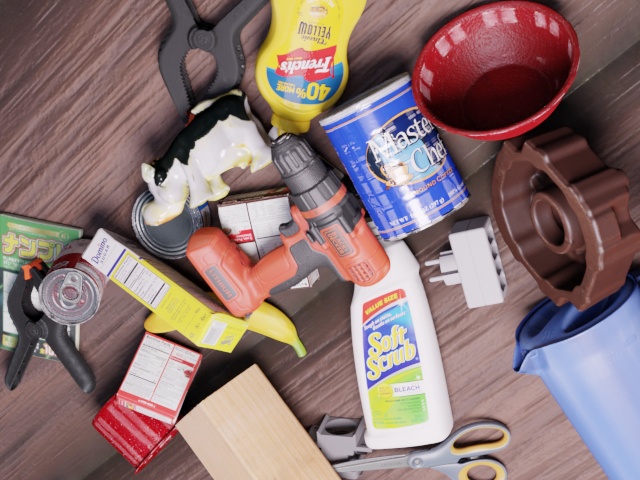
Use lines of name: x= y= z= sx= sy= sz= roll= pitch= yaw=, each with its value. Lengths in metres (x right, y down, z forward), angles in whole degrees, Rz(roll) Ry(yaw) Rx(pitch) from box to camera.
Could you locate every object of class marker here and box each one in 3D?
marker: x=-0.004 y=-0.083 z=1.147 sx=0.121 sy=0.020 sz=0.020 roll=37 pitch=114 yaw=2

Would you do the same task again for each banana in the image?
banana: x=-0.112 y=0.091 z=1.228 sx=0.198 sy=0.037 sz=0.070 roll=9 pitch=110 yaw=13

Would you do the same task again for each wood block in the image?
wood block: x=-0.059 y=0.256 z=1.206 sx=0.206 sy=0.090 sz=0.091 roll=53 pitch=143 yaw=6

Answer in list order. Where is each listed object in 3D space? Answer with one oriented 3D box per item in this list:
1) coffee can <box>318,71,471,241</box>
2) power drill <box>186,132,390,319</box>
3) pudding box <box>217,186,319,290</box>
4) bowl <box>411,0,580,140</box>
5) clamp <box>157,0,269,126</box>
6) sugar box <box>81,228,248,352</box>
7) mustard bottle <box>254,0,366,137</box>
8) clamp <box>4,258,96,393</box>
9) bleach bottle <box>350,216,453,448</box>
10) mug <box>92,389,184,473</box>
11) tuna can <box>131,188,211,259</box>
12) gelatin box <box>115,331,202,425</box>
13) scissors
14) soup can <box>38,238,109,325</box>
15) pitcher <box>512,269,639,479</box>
coffee can: x=0.075 y=-0.084 z=1.078 sx=0.103 sy=0.102 sz=0.140 roll=-25 pitch=100 yaw=22
power drill: x=-0.045 y=-0.007 z=1.099 sx=0.188 sy=0.057 sz=0.184 roll=-23 pitch=113 yaw=30
pudding box: x=-0.058 y=0.001 z=1.182 sx=0.090 sy=0.039 sz=0.113 roll=-8 pitch=108 yaw=18
bowl: x=0.172 y=-0.152 z=1.024 sx=0.162 sy=0.162 sz=0.055 roll=-10 pitch=145 yaw=19
clamp: x=-0.130 y=-0.223 z=1.124 sx=0.164 sy=0.036 sz=0.210 roll=19 pitch=114 yaw=0
sugar box: x=-0.171 y=0.056 z=1.176 sx=0.176 sy=0.093 sz=0.048 roll=31 pitch=90 yaw=22
mustard bottle: x=-0.017 y=-0.187 z=1.091 sx=0.096 sy=0.058 sz=0.192 roll=8 pitch=114 yaw=-13
clamp: x=-0.344 y=0.110 z=1.287 sx=0.120 sy=0.039 sz=0.171 roll=-11 pitch=100 yaw=12
bleach bottle: x=0.073 y=0.098 z=1.164 sx=0.103 sy=0.068 sz=0.251 roll=-10 pitch=103 yaw=20
mug: x=-0.220 y=0.222 z=1.285 sx=0.081 sy=0.093 sz=0.117 roll=43 pitch=151 yaw=4
tuna can: x=-0.167 y=-0.025 z=1.207 sx=0.086 sy=0.033 sz=0.086 roll=5 pitch=109 yaw=15
gelatin box: x=-0.187 y=0.160 z=1.244 sx=0.073 sy=0.089 sz=0.030 roll=21 pitch=148 yaw=0
scissors: x=0.122 y=0.260 z=1.204 sx=0.202 sy=0.016 sz=0.096 roll=-21 pitch=109 yaw=8
soup can: x=-0.277 y=0.045 z=1.219 sx=0.068 sy=0.102 sz=0.068 roll=0 pitch=110 yaw=-1
pitcher: x=0.320 y=0.156 z=1.082 sx=0.149 sy=0.144 sz=0.243 roll=-24 pitch=104 yaw=36
